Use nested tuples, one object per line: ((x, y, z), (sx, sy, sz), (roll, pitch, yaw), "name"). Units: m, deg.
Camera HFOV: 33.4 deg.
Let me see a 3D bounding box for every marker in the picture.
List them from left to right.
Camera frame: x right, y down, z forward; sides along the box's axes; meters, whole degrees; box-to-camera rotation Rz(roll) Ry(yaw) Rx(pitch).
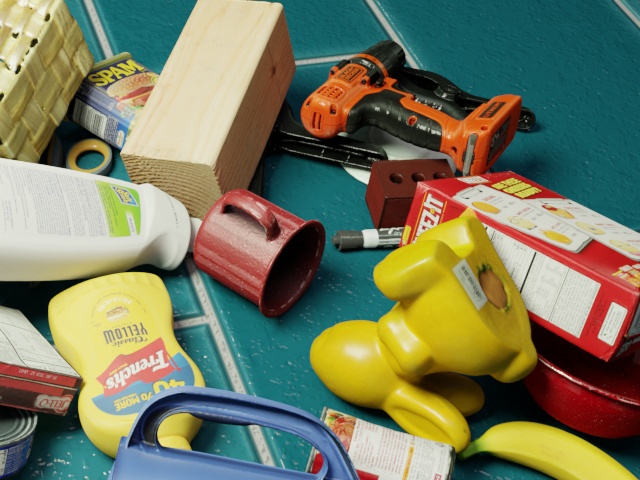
((0.070, -0.003, 1.001), (0.121, 0.020, 0.020), (-3, 47, -14), "marker")

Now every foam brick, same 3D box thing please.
((0.088, -0.042, 1.020), (0.078, 0.051, 0.053), (-3, 47, -15), "foam brick")

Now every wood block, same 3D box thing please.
((-0.099, -0.123, 0.999), (0.090, 0.091, 0.206), (8, 54, 16), "wood block")

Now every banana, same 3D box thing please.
((0.205, 0.192, 0.827), (0.198, 0.037, 0.069), (28, 64, 17), "banana")

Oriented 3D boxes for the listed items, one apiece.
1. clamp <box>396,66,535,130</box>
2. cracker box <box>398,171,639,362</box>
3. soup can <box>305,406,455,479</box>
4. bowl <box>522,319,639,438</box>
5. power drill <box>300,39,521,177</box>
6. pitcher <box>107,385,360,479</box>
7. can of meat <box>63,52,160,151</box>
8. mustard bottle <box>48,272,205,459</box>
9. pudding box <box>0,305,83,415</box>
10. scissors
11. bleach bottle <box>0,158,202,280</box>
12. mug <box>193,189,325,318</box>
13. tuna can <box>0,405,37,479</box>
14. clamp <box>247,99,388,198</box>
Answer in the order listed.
((0.134, -0.139, 1.131), (0.172, 0.039, 0.120), (22, 28, 17), "clamp")
((0.200, 0.016, 0.917), (0.214, 0.072, 0.163), (30, 23, 32), "cracker box")
((0.042, 0.170, 0.790), (0.102, 0.068, 0.068), (16, 45, 3), "soup can")
((0.222, 0.113, 0.869), (0.162, 0.055, 0.162), (15, 21, -6), "bowl")
((0.097, -0.134, 1.052), (0.188, 0.057, 0.184), (19, 40, 21), "power drill")
((-0.026, 0.199, 0.698), (0.242, 0.149, 0.145), (9, 45, -7), "pitcher")
((-0.188, -0.132, 1.044), (0.084, 0.057, 0.101), (32, 36, 16), "can of meat")
((-0.140, 0.112, 0.818), (0.096, 0.058, 0.192), (-12, 50, -22), "mustard bottle")
((-0.243, 0.082, 0.793), (0.114, 0.039, 0.089), (37, 8, 40), "pudding box")
((-0.229, -0.036, 0.976), (0.096, 0.016, 0.202), (-7, 48, -18), "scissors")
((-0.195, -0.008, 0.874), (0.250, 0.068, 0.102), (7, 56, -43), "bleach bottle")
((-0.056, 0.001, 0.908), (0.082, 0.117, 0.093), (29, 66, 23), "mug")
((-0.249, 0.137, 0.765), (0.086, 0.034, 0.086), (14, 18, -5), "tuna can")
((-0.060, -0.095, 1.055), (0.164, 0.036, 0.210), (-34, 57, -29), "clamp")
